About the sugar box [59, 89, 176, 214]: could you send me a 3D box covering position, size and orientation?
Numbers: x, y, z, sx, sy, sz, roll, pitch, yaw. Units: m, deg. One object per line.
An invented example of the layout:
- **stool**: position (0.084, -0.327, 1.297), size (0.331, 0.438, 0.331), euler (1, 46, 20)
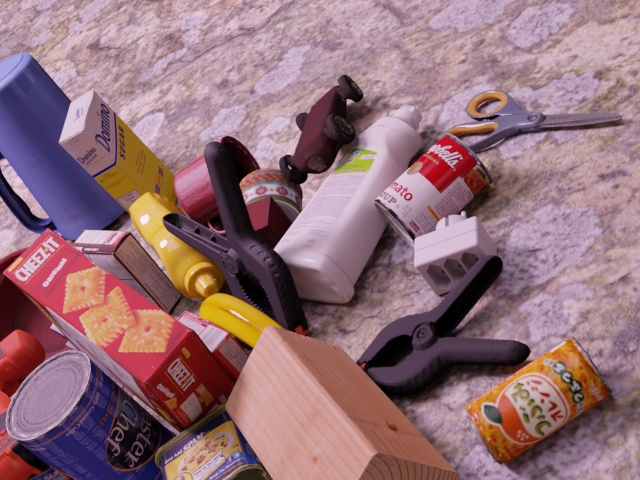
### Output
- **sugar box**: position (-0.254, -0.100, 1.368), size (0.048, 0.176, 0.093), euler (-25, 37, 19)

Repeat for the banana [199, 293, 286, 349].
- **banana**: position (-0.069, 0.092, 1.075), size (0.037, 0.069, 0.198), euler (-49, 37, -17)

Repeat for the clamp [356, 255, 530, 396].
- **clamp**: position (0.104, 0.082, 0.958), size (0.172, 0.039, 0.120), euler (-21, 37, 24)

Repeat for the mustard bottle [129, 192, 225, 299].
- **mustard bottle**: position (-0.155, 0.016, 1.218), size (0.058, 0.096, 0.192), euler (-40, 35, -3)

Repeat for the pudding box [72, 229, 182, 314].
- **pudding box**: position (-0.227, 0.038, 1.245), size (0.090, 0.113, 0.039), euler (1, 49, 42)

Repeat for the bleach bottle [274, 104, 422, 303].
- **bleach bottle**: position (0.046, -0.050, 1.140), size (0.103, 0.068, 0.250), euler (4, 51, 46)

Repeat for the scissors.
- **scissors**: position (0.221, -0.136, 1.116), size (0.202, 0.016, 0.096), euler (-12, 43, 33)

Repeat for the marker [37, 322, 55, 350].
- **marker**: position (-0.345, 0.126, 1.336), size (0.020, 0.020, 0.121), euler (12, 59, 48)

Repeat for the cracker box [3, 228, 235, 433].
- **cracker box**: position (-0.188, 0.096, 1.045), size (0.214, 0.164, 0.072), euler (32, 71, 31)

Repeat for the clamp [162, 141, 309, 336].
- **clamp**: position (-0.086, 0.018, 1.098), size (0.036, 0.210, 0.165), euler (-30, -4, -34)

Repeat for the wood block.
- **wood block**: position (0.011, 0.164, 0.885), size (0.090, 0.090, 0.206), euler (-63, 33, 10)

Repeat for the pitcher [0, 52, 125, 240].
- **pitcher**: position (-0.372, -0.122, 1.441), size (0.145, 0.242, 0.149), euler (6, 48, 50)

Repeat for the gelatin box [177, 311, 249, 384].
- **gelatin box**: position (-0.104, 0.113, 1.083), size (0.030, 0.073, 0.089), euler (-49, 35, -17)

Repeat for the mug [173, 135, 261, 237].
- **mug**: position (-0.119, -0.056, 1.284), size (0.082, 0.093, 0.117), euler (-30, 62, 20)

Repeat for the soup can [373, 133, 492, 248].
- **soup can**: position (0.112, -0.049, 1.073), size (0.102, 0.068, 0.069), euler (-42, 35, -3)

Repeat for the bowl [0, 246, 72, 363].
- **bowl**: position (-0.340, 0.090, 1.301), size (0.162, 0.055, 0.162), euler (-2, 73, 7)

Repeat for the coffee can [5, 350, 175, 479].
- **coffee can**: position (-0.221, 0.189, 1.046), size (0.103, 0.140, 0.103), euler (-24, 37, 20)

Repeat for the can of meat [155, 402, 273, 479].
- **can of meat**: position (-0.095, 0.213, 0.979), size (0.102, 0.057, 0.084), euler (-36, 37, 6)

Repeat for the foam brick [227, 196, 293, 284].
- **foam brick**: position (-0.058, 0.001, 1.162), size (0.053, 0.078, 0.051), euler (-22, 36, 22)

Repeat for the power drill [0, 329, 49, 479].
- **power drill**: position (-0.321, 0.175, 1.163), size (0.184, 0.057, 0.188), euler (-41, 35, -3)
